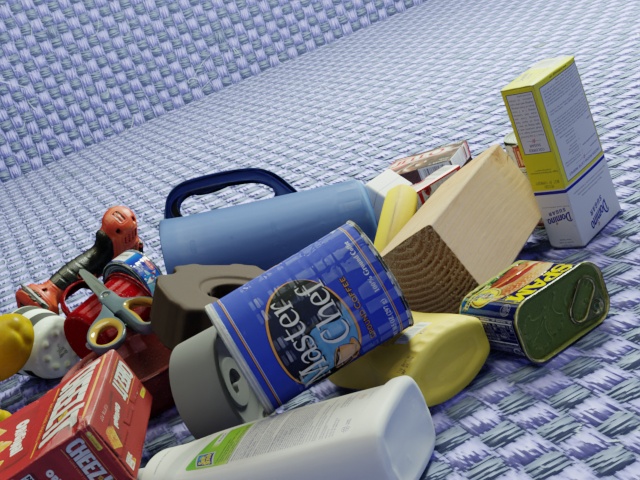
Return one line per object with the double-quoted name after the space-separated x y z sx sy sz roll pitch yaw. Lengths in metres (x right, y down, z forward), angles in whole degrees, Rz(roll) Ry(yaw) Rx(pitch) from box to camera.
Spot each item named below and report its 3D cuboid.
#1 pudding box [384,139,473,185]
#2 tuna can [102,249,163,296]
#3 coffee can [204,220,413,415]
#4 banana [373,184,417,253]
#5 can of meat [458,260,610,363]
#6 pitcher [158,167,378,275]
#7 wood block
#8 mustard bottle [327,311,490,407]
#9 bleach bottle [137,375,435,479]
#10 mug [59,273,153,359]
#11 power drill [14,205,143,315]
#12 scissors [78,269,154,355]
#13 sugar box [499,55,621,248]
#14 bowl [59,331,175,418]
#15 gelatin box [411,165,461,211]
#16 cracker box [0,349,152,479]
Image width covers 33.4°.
0.143 -0.096 1.462 0.114 0.039 0.090 -12 19 28 "pudding box"
-0.239 0.057 1.375 0.086 0.086 0.033 -6 24 42 "tuna can"
-0.010 0.063 0.874 0.140 0.103 0.103 -31 18 -6 "coffee can"
0.076 0.002 1.111 0.037 0.070 0.197 10 45 7 "banana"
0.181 0.057 0.918 0.102 0.057 0.084 -29 16 -26 "can of meat"
-0.058 0.001 1.215 0.243 0.149 0.145 -15 31 -1 "pitcher"
0.140 -0.003 1.055 0.090 0.091 0.205 -38 4 37 "wood block"
0.053 0.096 0.948 0.096 0.058 0.192 -36 22 -28 "mustard bottle"
-0.043 0.172 0.829 0.251 0.068 0.102 -16 14 28 "bleach bottle"
-0.255 0.091 1.254 0.081 0.117 0.093 -43 -13 -41 "mug"
-0.316 0.056 1.427 0.187 0.057 0.184 -45 -17 -28 "power drill"
-0.247 0.078 1.184 0.202 0.016 0.096 14 45 45 "scissors"
0.245 -0.090 1.084 0.048 0.176 0.093 -2 25 44 "sugar box"
-0.184 0.142 1.098 0.162 0.055 0.162 -20 17 6 "bowl"
0.134 -0.036 1.233 0.089 0.073 0.030 -31 18 -27 "gelatin box"
-0.254 0.199 0.911 0.214 0.072 0.164 -34 16 6 "cracker box"
